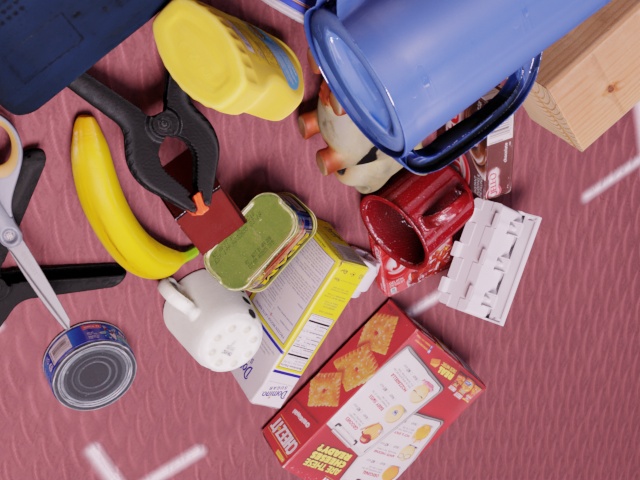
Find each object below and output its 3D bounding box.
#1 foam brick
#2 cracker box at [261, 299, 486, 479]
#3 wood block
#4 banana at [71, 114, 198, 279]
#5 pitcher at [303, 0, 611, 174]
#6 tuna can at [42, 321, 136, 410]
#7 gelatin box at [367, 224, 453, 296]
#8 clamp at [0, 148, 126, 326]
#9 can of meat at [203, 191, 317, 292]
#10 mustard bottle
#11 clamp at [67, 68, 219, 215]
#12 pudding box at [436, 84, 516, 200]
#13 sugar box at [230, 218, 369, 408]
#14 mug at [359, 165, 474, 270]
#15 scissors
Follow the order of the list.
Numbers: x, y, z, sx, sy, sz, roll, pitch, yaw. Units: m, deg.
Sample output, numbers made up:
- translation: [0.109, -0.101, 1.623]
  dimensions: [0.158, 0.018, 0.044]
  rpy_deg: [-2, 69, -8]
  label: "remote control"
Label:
- translation: [-0.111, -0.036, 0.960]
  dimensions: [0.051, 0.078, 0.053]
  rpy_deg: [-37, 130, -3]
  label: "foam brick"
- translation: [0.063, 0.192, 1.226]
  dimensions: [0.214, 0.072, 0.164]
  rpy_deg: [-46, 132, 5]
  label: "cracker box"
- translation: [0.279, -0.195, 0.990]
  dimensions: [0.206, 0.090, 0.090]
  rpy_deg: [-42, 128, 0]
  label: "wood block"
- translation: [-0.176, -0.023, 0.954]
  dimensions: [0.197, 0.037, 0.069]
  rpy_deg: [59, 40, -44]
  label: "banana"
- translation: [0.122, -0.172, 0.832]
  dimensions: [0.242, 0.145, 0.149]
  rpy_deg: [-33, 169, -9]
  label: "pitcher"
- translation: [-0.222, 0.122, 1.032]
  dimensions: [0.086, 0.034, 0.086]
  rpy_deg: [-16, 127, -21]
  label: "tuna can"
- translation: [0.099, 0.011, 1.150]
  dimensions: [0.089, 0.030, 0.073]
  rpy_deg: [-24, 130, -15]
  label: "gelatin box"
- translation: [-0.287, 0.023, 0.923]
  dimensions: [0.209, 0.036, 0.164]
  rpy_deg: [-30, 130, -15]
  label: "clamp"
- translation: [-0.056, 0.001, 1.005]
  dimensions: [0.102, 0.057, 0.084]
  rpy_deg: [-48, 172, 6]
  label: "can of meat"
- translation: [-0.061, -0.144, 0.885]
  dimensions: [0.058, 0.096, 0.191]
  rpy_deg: [-42, 169, 16]
  label: "mustard bottle"
- translation: [-0.127, -0.106, 0.891]
  dimensions: [0.120, 0.039, 0.171]
  rpy_deg: [-33, 103, -6]
  label: "clamp"
- translation: [0.153, -0.109, 1.059]
  dimensions: [0.039, 0.090, 0.113]
  rpy_deg: [-18, 128, -22]
  label: "pudding box"
- translation: [-0.030, 0.071, 1.073]
  dimensions: [0.048, 0.093, 0.176]
  rpy_deg: [17, 112, -38]
  label: "sugar box"
- translation: [0.106, -0.032, 1.067]
  dimensions: [0.081, 0.117, 0.093]
  rpy_deg: [-40, 102, -22]
  label: "mug"
- translation: [-0.248, -0.023, 0.882]
  dimensions: [0.096, 0.016, 0.201]
  rpy_deg: [-44, 112, -1]
  label: "scissors"
